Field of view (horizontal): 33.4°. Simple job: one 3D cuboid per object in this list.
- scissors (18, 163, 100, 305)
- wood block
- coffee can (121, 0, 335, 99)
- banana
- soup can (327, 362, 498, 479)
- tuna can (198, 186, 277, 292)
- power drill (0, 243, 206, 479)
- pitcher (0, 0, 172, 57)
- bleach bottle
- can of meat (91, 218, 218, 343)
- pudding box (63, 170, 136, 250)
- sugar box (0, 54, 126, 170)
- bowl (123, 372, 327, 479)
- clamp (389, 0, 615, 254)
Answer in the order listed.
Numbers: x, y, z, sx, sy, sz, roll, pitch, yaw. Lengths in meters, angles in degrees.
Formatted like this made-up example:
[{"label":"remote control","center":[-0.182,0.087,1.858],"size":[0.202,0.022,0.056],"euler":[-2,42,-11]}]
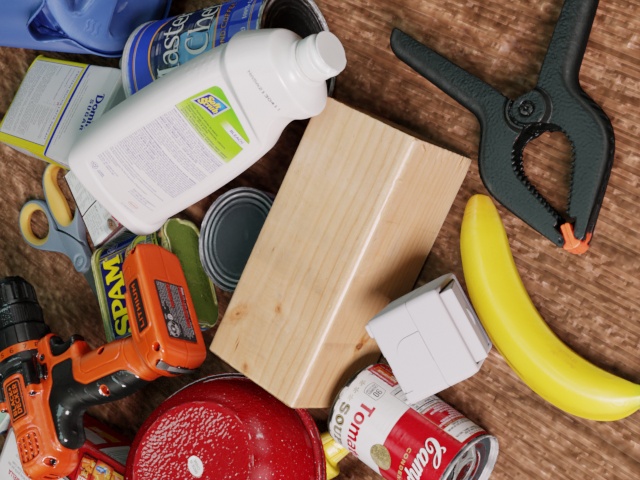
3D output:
[{"label":"scissors","center":[-0.235,0.022,0.999],"size":[0.096,0.016,0.202],"euler":[-29,68,30]},{"label":"wood block","center":[0.015,0.011,0.781],"size":[0.090,0.090,0.206],"euler":[30,101,34]},{"label":"coffee can","center":[-0.074,-0.138,0.855],"size":[0.141,0.102,0.103],"euler":[-6,80,34]},{"label":"banana","center":[0.147,0.054,0.720],"size":[0.069,0.037,0.198],"euler":[-38,64,-5]},{"label":"soup can","center":[0.063,0.138,0.744],"size":[0.102,0.068,0.068],"euler":[32,102,34]},{"label":"tuna can","center":[-0.056,0.001,0.866],"size":[0.086,0.033,0.086],"euler":[-5,80,34]},{"label":"power drill","center":[-0.189,0.079,0.864],"size":[0.188,0.057,0.184],"euler":[-33,64,25]},{"label":"pitcher","center":[-0.250,-0.241,0.978],"size":[0.243,0.148,0.145],"euler":[10,96,44]},{"label":"bleach bottle","center":[-0.076,-0.084,0.785],"size":[0.251,0.102,0.068],"euler":[-21,33,40]},{"label":"can of meat","center":[-0.139,0.040,0.905],"size":[0.084,0.057,0.102],"euler":[-24,71,27]},{"label":"pudding box","center":[-0.170,-0.055,0.950],"size":[0.114,0.039,0.090],"euler":[-40,61,21]},{"label":"sugar box","center":[-0.222,-0.111,0.956],"size":[0.176,0.048,0.093],"euler":[20,83,47]},{"label":"bowl","center":[-0.080,0.164,0.753],"size":[0.162,0.055,0.162],"euler":[-8,66,17]},{"label":"clamp","center":[0.153,-0.096,0.732],"size":[0.165,0.036,0.210],"euler":[-28,71,22]}]
